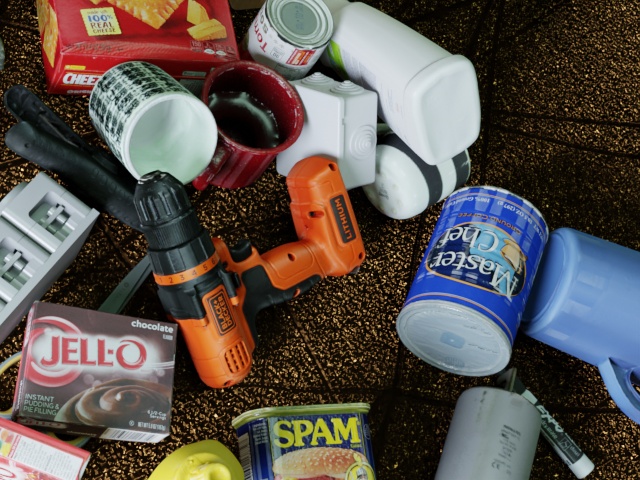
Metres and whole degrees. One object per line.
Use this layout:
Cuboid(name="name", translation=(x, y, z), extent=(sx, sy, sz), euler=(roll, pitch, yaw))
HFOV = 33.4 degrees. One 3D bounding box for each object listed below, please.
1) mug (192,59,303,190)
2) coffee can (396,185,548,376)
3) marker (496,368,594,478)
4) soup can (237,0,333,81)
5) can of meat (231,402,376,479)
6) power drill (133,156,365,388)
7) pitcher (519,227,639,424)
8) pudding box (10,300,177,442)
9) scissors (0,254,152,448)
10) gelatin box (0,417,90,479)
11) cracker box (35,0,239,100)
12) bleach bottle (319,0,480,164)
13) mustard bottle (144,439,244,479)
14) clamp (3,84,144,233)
Cuboid(name="mug", translation=(-0.077, -0.089, 0.930), extent=(0.093, 0.082, 0.117), euler=(33, 56, -8))
Cuboid(name="coffee can", translation=(0.138, 0.036, 0.960), extent=(0.102, 0.103, 0.140), euler=(31, 56, -9))
Cuboid(name="marker", translation=(0.204, 0.166, 0.978), extent=(0.020, 0.020, 0.121), euler=(-38, 85, -35))
Cuboid(name="soup can", translation=(-0.037, -0.177, 0.981), extent=(0.068, 0.102, 0.068), euler=(11, 62, -21))
Cuboid(name="can of meat", translation=(-0.009, 0.167, 0.782), extent=(0.102, 0.058, 0.084), euler=(1, 69, -25))
Cuboid(name="power drill", translation=(-0.056, 0.001, 0.873), extent=(0.187, 0.057, 0.184), euler=(-33, 116, -35))
Cuboid(name="pitcher", translation=(0.310, 0.087, 1.007), extent=(0.242, 0.145, 0.149), euler=(21, 17, -11))
Cuboid(name="pudding box", translation=(-0.167, 0.100, 0.798), extent=(0.113, 0.039, 0.090), euler=(12, 61, -22))
Cuboid(name="scissors", translation=(-0.170, 0.089, 0.837), extent=(0.201, 0.016, 0.096), euler=(-37, 86, -35))
Cuboid(name="gelatin box", translation=(-0.207, 0.156, 0.740), extent=(0.073, 0.089, 0.030), euler=(26, 58, -12))
Cuboid(name="cracker box", translation=(-0.172, -0.234, 0.963), extent=(0.163, 0.072, 0.214), euler=(-1, 65, -27))
Cuboid(name="bleach bottle", translation=(0.046, -0.173, 0.980), extent=(0.068, 0.102, 0.251), euler=(-31, 48, -12))
Cuboid(name="mustard bottle", translation=(-0.100, 0.180, 0.717), extent=(0.058, 0.192, 0.096), euler=(49, 55, 3))
Cuboid(name="clamp", translation=(-0.190, -0.062, 0.865), extent=(0.171, 0.039, 0.120), euler=(40, 13, -36))
